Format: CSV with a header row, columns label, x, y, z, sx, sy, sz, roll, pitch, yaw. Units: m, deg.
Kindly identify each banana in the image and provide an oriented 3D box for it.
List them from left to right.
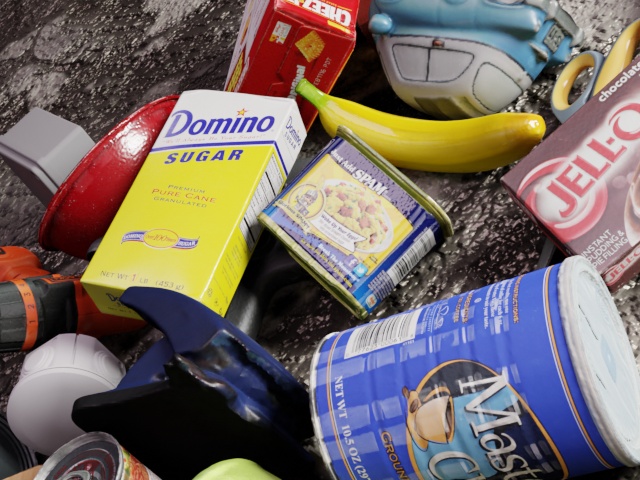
label,x,y,z,sx,sy,sz,roll,pitch,yaw
banana,0.071,-0.073,0.739,0.198,0.069,0.037,13,75,35

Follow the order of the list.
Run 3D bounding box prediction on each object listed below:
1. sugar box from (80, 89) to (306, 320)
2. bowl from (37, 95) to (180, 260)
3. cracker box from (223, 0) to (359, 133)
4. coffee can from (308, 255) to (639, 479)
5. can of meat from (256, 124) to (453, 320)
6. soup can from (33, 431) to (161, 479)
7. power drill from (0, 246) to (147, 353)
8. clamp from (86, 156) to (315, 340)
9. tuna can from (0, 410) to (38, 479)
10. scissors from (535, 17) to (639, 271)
label,x,y,z,sx,sy,sz,roll,pitch,yaw
sugar box,-0.083,-0.026,0.732,0.093,0.048,0.176,8,58,21
bowl,-0.142,-0.035,0.831,0.162,0.055,0.162,-47,-7,-8
cracker box,-0.020,-0.182,0.866,0.164,0.072,0.213,121,162,-47
coffee can,0.080,0.077,0.537,0.140,0.102,0.102,-20,40,25
can of meat,0.021,-0.011,0.699,0.084,0.057,0.102,-46,69,-6
soup can,-0.110,0.165,0.608,0.069,0.102,0.068,-24,38,20
power drill,-0.249,0.047,0.825,0.188,0.184,0.057,12,102,50
clamp,-0.055,0.001,0.759,0.210,0.036,0.165,-43,64,-12
tuna can,-0.236,0.159,0.739,0.034,0.086,0.086,-27,37,18
scissors,0.158,-0.056,0.685,0.201,0.016,0.096,-59,22,-8
